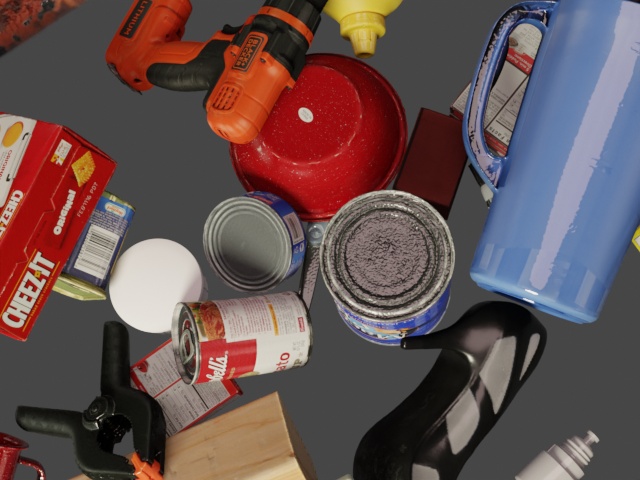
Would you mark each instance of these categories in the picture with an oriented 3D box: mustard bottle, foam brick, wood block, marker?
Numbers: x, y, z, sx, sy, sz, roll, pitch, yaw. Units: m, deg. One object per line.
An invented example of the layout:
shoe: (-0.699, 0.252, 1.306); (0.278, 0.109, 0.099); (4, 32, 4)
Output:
mustard bottle: (0.034, -0.258, 0.974); (0.096, 0.058, 0.191); (-4, 77, 2)
foam brick: (0.099, -0.066, 0.927); (0.051, 0.053, 0.078); (18, 81, 10)
wood block: (-0.106, 0.216, 0.849); (0.206, 0.091, 0.090); (-23, 33, 1)
marker: (0.159, -0.021, 0.928); (0.020, 0.020, 0.121); (-23, 76, 0)

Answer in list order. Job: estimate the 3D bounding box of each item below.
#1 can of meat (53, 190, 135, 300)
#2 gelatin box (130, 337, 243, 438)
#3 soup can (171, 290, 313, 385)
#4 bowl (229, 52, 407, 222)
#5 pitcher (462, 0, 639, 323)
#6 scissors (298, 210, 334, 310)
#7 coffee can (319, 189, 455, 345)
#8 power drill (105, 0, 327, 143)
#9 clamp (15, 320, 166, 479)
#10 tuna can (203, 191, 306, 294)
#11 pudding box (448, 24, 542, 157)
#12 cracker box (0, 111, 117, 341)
can of meat: (-0.205, 0.003, 0.920); (0.057, 0.102, 0.084); (25, 76, -22)
gelatin box: (-0.124, 0.127, 0.919); (0.089, 0.030, 0.073); (-35, 78, -2)
soup can: (-0.065, 0.079, 0.885); (0.102, 0.069, 0.068); (-5, 75, -24)
bowl: (-0.006, -0.100, 0.929); (0.162, 0.055, 0.162); (-2, 74, 8)
pitcher: (0.198, -0.066, 0.851); (0.149, 0.144, 0.243); (19, 88, 43)
scissors: (-0.018, -0.019, 0.948); (0.096, 0.016, 0.201); (24, 80, 12)
coffee can: (0.056, 0.026, 0.866); (0.103, 0.140, 0.103); (-1, 77, 5)
power drill: (-0.088, -0.183, 0.932); (0.188, 0.057, 0.184); (18, 74, 38)
clamp: (-0.170, 0.136, 0.868); (0.172, 0.039, 0.120); (26, 76, 41)
tuna can: (-0.056, 0.001, 0.918); (0.086, 0.033, 0.086); (7, 106, 24)
pudding box: (0.181, -0.128, 0.940); (0.090, 0.039, 0.113); (39, 86, 11)
cracker box: (-0.283, -0.023, 0.896); (0.214, 0.072, 0.164); (16, 77, 45)
